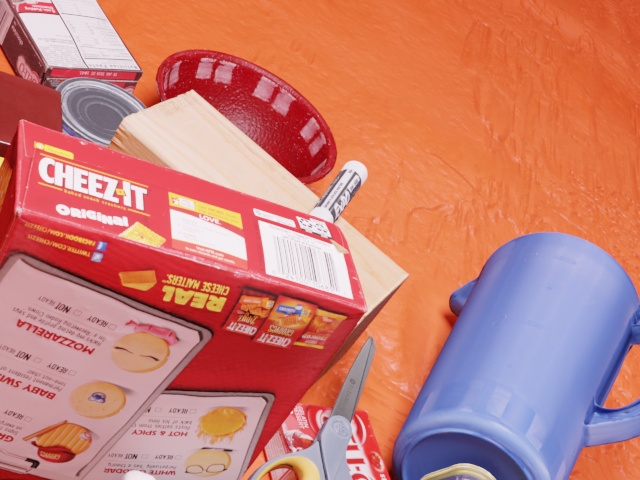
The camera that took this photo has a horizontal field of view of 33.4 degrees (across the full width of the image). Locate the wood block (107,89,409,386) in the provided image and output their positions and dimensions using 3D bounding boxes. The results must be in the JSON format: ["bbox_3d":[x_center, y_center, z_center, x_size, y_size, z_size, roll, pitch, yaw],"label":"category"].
[{"bbox_3d":[-0.055,0.001,0.745,0.206,0.091,0.090,41,34,8],"label":"wood block"}]

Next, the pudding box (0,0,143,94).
[{"bbox_3d":[-0.208,-0.160,0.861,0.089,0.039,0.113,-4,52,-44],"label":"pudding box"}]

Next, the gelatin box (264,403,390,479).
[{"bbox_3d":[0.006,0.146,0.675,0.073,0.030,0.089,12,40,-30],"label":"gelatin box"}]

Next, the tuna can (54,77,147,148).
[{"bbox_3d":[-0.167,-0.084,0.805,0.086,0.034,0.086,23,36,-18],"label":"tuna can"}]

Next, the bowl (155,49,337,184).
[{"bbox_3d":[-0.069,-0.085,0.871,0.162,0.055,0.162,23,36,-18],"label":"bowl"}]

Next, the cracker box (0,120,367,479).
[{"bbox_3d":[-0.103,0.062,0.518,0.164,0.214,0.072,17,36,-26],"label":"cracker box"}]

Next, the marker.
[{"bbox_3d":[0.007,-0.023,0.727,0.020,0.020,0.121,35,33,0],"label":"marker"}]

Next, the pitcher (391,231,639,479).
[{"bbox_3d":[0.151,0.103,0.759,0.145,0.149,0.242,47,37,-3],"label":"pitcher"}]

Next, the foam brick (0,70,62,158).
[{"bbox_3d":[-0.210,-0.069,0.733,0.051,0.053,0.078,15,40,-28],"label":"foam brick"}]

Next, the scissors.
[{"bbox_3d":[0.020,0.136,0.655,0.096,0.016,0.201,44,37,7],"label":"scissors"}]
